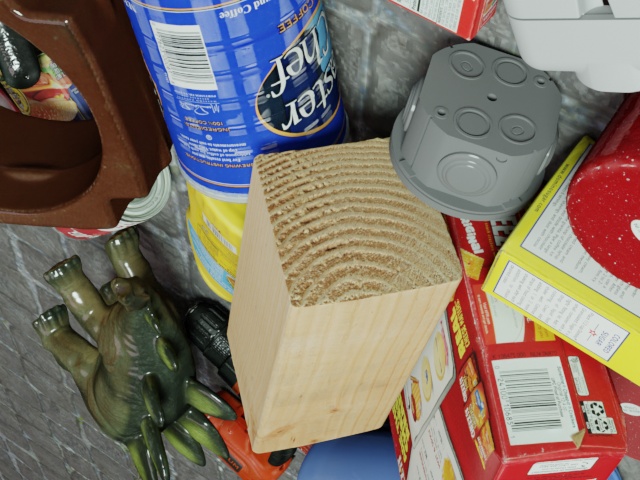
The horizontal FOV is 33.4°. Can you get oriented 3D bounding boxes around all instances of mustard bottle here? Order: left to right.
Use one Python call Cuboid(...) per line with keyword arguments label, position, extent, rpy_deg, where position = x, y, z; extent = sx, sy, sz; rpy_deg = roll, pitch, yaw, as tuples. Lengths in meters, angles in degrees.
Cuboid(label="mustard bottle", position=(-0.055, 0.001, 0.751), extent=(0.096, 0.058, 0.192), rpy_deg=(46, 161, 9))

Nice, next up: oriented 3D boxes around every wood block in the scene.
Cuboid(label="wood block", position=(0.004, 0.040, 0.616), extent=(0.206, 0.090, 0.091), rpy_deg=(105, 152, -58))

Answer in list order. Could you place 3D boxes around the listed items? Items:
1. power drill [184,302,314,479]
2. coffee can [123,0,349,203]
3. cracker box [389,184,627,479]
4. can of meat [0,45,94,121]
Cuboid(label="power drill", position=(-0.066, 0.151, 0.981), extent=(0.184, 0.057, 0.188), rpy_deg=(44, 152, 6))
Cuboid(label="coffee can", position=(-0.045, -0.105, 0.574), extent=(0.103, 0.102, 0.140), rpy_deg=(21, 145, 29))
Cuboid(label="cracker box", position=(0.095, 0.096, 0.617), extent=(0.072, 0.164, 0.214), rpy_deg=(-2, 144, -8))
Cuboid(label="can of meat", position=(-0.178, -0.107, 0.768), extent=(0.102, 0.057, 0.084), rpy_deg=(0, 128, 48))
